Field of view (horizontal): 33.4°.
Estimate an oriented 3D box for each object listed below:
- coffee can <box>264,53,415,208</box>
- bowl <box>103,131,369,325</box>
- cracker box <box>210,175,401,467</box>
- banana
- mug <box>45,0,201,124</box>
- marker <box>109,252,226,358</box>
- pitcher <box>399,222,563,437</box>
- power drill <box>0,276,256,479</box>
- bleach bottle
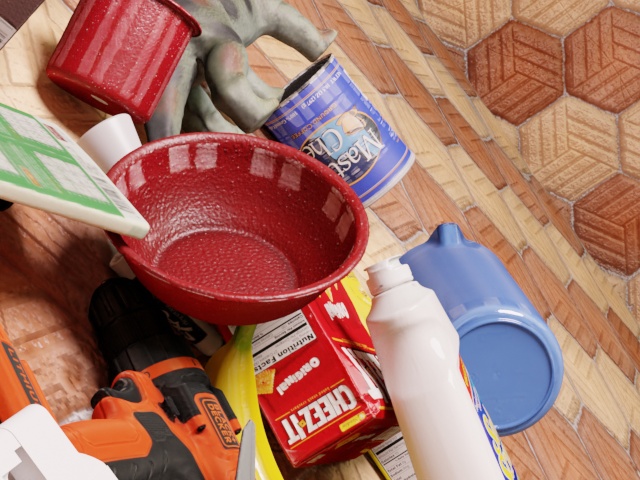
[{"bbox_3d":[0.017,-0.109,1.119,0.140,0.103,0.102,49,19,-14],"label":"coffee can"},{"bbox_3d":[-0.054,0.001,0.645,0.162,0.055,0.162,8,38,-6],"label":"bowl"},{"bbox_3d":[-0.020,0.050,0.768,0.214,0.072,0.164,60,9,16],"label":"cracker box"},{"bbox_3d":[-0.032,0.142,0.630,0.037,0.070,0.198,-9,66,-36],"label":"banana"},{"bbox_3d":[-0.149,-0.137,0.778,0.093,0.081,0.117,28,-7,-21],"label":"mug"},{"bbox_3d":[-0.092,0.051,0.712,0.121,0.020,0.020,47,20,-21],"label":"marker"},{"bbox_3d":[0.131,0.092,0.934,0.149,0.145,0.243,43,6,-9],"label":"pitcher"},{"bbox_3d":[-0.115,0.081,0.542,0.187,0.057,0.184,20,31,-57],"label":"power drill"},{"bbox_3d":[0.086,0.130,0.695,0.251,0.068,0.102,68,13,7],"label":"bleach bottle"}]
